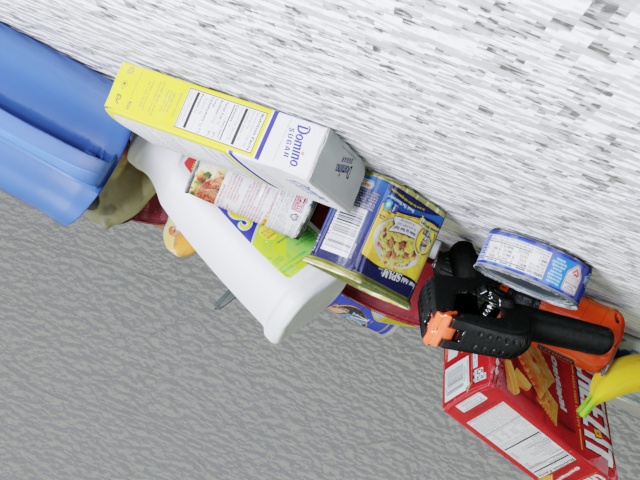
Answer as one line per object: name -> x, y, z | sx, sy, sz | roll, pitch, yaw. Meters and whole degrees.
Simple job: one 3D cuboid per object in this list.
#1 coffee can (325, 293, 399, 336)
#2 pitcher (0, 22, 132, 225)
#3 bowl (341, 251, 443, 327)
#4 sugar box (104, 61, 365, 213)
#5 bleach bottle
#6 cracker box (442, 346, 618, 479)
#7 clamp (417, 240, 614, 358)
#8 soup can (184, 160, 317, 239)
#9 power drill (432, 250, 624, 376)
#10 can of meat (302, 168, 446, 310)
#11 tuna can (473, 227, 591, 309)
coffee can -> 0.042, 0.049, 1.362 | 0.140, 0.103, 0.103 | 25, 176, -14
pitcher -> -0.277, -0.119, 0.867 | 0.242, 0.145, 0.149 | 29, 141, -27
bowl -> 0.084, 0.033, 1.080 | 0.162, 0.055, 0.162 | 19, -166, -5
sugar box -> -0.061, -0.075, 0.777 | 0.176, 0.048, 0.093 | 18, 174, 22
bleach bottle -> -0.091, -0.029, 0.935 | 0.251, 0.068, 0.102 | 43, -136, 13
cracker box -> 0.227, 0.163, 1.160 | 0.213, 0.072, 0.164 | 38, -145, -23
clamp -> 0.131, 0.051, 0.864 | 0.165, 0.036, 0.209 | 35, -158, 31
soup can -> -0.052, -0.050, 0.878 | 0.102, 0.068, 0.068 | 23, 176, -5
power drill -> 0.210, 0.071, 1.032 | 0.185, 0.057, 0.187 | 25, 178, 26
can of meat -> 0.045, -0.002, 0.835 | 0.058, 0.084, 0.102 | 20, 175, 42
tuna can -> 0.164, 0.022, 0.824 | 0.086, 0.034, 0.086 | 23, 176, 2
